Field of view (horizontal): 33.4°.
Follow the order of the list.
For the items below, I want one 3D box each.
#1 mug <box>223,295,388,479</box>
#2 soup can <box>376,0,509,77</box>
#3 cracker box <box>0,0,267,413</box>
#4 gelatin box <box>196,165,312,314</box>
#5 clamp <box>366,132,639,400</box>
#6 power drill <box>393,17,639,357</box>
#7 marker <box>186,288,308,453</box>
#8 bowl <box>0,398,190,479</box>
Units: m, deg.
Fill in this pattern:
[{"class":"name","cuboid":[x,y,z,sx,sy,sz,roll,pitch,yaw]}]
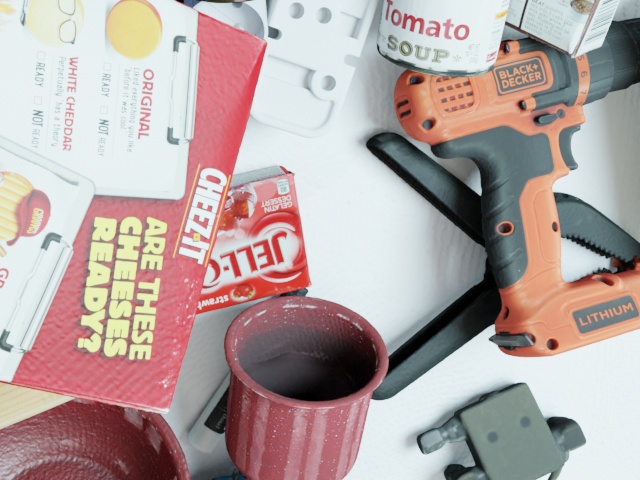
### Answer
[{"class":"mug","cuboid":[-0.009,0.086,0.630,0.093,0.117,0.081,16,126,10]},{"class":"soup can","cuboid":[0.069,-0.145,0.561,0.068,0.068,0.102,0,119,-15]},{"class":"cracker box","cuboid":[-0.143,-0.035,0.409,0.213,0.072,0.164,18,85,-34]},{"class":"gelatin box","cuboid":[-0.054,0.001,0.634,0.089,0.030,0.073,-12,109,-11]},{"class":"clamp","cuboid":[0.116,0.026,0.680,0.209,0.036,0.164,7,95,-19]},{"class":"power drill","cuboid":[0.148,-0.034,0.639,0.184,0.057,0.187,-16,88,-16]},{"class":"marker","cuboid":[-0.044,0.079,0.666,0.020,0.020,0.121,31,96,-21]},{"class":"bowl","cuboid":[-0.155,0.159,0.615,0.162,0.162,0.055,-11,151,-12]}]
